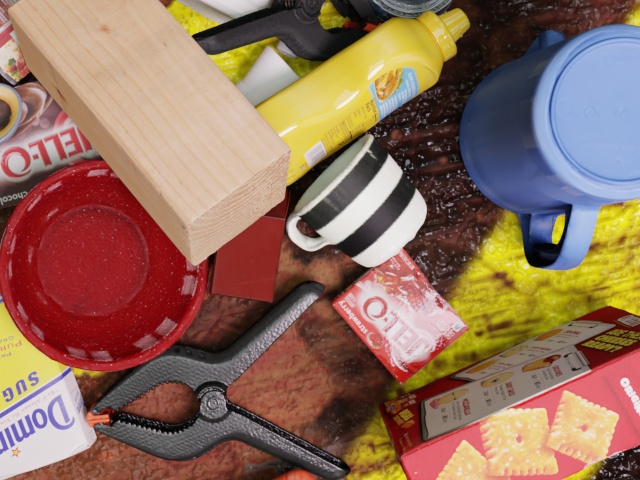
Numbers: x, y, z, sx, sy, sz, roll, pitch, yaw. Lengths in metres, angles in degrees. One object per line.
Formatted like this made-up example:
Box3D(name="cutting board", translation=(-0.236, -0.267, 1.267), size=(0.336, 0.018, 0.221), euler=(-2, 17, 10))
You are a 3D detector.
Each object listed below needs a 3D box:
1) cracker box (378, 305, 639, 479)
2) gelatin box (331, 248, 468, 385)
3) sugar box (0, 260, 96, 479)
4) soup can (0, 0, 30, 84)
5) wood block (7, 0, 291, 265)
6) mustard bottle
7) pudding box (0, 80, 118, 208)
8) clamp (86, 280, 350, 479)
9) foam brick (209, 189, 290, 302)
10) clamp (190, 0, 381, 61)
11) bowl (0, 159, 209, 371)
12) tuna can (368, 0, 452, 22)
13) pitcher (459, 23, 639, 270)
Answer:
Box3D(name="cracker box", translation=(0.159, 0.129, 0.803), size=(0.213, 0.164, 0.072), euler=(-23, 94, -1))
Box3D(name="gelatin box", translation=(0.064, 0.061, 0.864), size=(0.073, 0.030, 0.089), euler=(-40, 92, 0))
Box3D(name="sugar box", translation=(-0.252, 0.096, 0.848), size=(0.093, 0.048, 0.176), euler=(-20, 91, -1))
Box3D(name="soup can", translation=(-0.222, -0.180, 0.830), size=(0.102, 0.068, 0.068), euler=(-40, 92, -1))
Box3D(name="wood block", translation=(-0.122, -0.096, 0.767), size=(0.090, 0.091, 0.206), euler=(-38, 77, -16))
Box3D(name="mustard bottle", translation=(0.032, -0.119, 0.825), size=(0.191, 0.096, 0.058), euler=(-34, 73, -1))
Box3D(name="pudding box", translation=(-0.221, -0.079, 0.847), size=(0.113, 0.039, 0.090), euler=(-15, 92, -1))
Box3D(name="clamp", translation=(-0.081, 0.116, 0.857), size=(0.210, 0.036, 0.164), euler=(-1, 95, -3))
Box3D(name="foam brick", translation=(-0.055, 0.001, 0.835), size=(0.051, 0.053, 0.078), euler=(9, 117, -2))
Box3D(name="clamp", translation=(-0.024, -0.173, 0.803), size=(0.171, 0.039, 0.120), euler=(24, 93, -42))
Box3D(name="bowl", translation=(-0.171, 0.018, 0.829), size=(0.161, 0.055, 0.162), euler=(-2, 95, -23))
Box3D(name="tuna can", translation=(0.072, -0.216, 0.855), size=(0.086, 0.034, 0.086), euler=(0, 92, -2))
Box3D(name="pitcher", translation=(0.180, -0.070, 0.758), size=(0.145, 0.243, 0.149), euler=(-40, 92, 1))
